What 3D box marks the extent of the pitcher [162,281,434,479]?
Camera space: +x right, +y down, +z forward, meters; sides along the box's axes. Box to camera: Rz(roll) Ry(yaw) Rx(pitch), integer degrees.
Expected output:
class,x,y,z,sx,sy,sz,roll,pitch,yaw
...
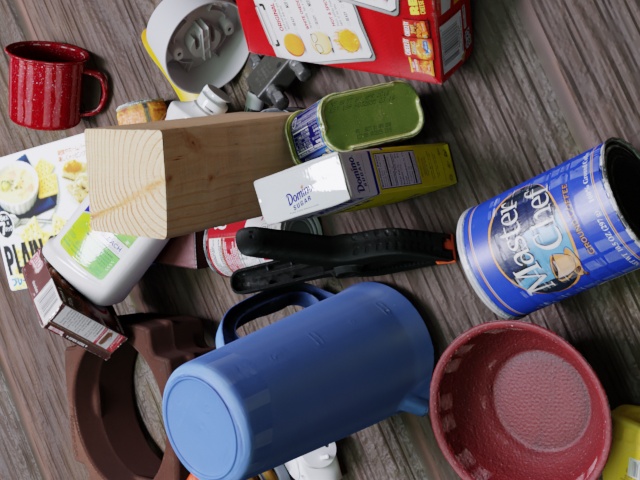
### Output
class,x,y,z,sx,sy,sz,roll,pitch,yaw
pitcher,-0.026,0.122,0.960,0.149,0.242,0.145,-7,97,44

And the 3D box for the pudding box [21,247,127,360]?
class,x,y,z,sx,sy,sz,roll,pitch,yaw
pudding box,-0.259,0.065,1.120,0.039,0.090,0.114,-47,39,10

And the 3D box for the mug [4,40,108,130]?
class,x,y,z,sx,sy,sz,roll,pitch,yaw
mug,-0.297,-0.172,1.204,0.117,0.093,0.081,8,113,-3

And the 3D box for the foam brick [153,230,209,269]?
class,x,y,z,sx,sy,sz,roll,pitch,yaw
foam brick,-0.145,-0.001,1.140,0.078,0.052,0.051,7,103,36

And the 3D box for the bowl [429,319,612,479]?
class,x,y,z,sx,sy,sz,roll,pitch,yaw
bowl,0.174,0.141,0.895,0.162,0.055,0.162,6,101,34

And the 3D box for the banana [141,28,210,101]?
class,x,y,z,sx,sy,sz,roll,pitch,yaw
banana,-0.135,-0.139,1.113,0.070,0.037,0.198,-21,87,34

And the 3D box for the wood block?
class,x,y,z,sx,sy,sz,roll,pitch,yaw
wood block,-0.101,-0.064,0.954,0.091,0.205,0.090,6,103,35

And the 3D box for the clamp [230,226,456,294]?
class,x,y,z,sx,sy,sz,roll,pitch,yaw
clamp,0.017,0.012,0.948,0.210,0.164,0.036,-6,76,-1

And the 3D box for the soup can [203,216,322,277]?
class,x,y,z,sx,sy,sz,roll,pitch,yaw
soup can,-0.057,0.001,1.067,0.102,0.068,0.068,-4,97,36

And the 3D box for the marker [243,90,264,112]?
class,x,y,z,sx,sy,sz,roll,pitch,yaw
marker,-0.078,-0.094,1.093,0.020,0.020,0.121,28,115,29

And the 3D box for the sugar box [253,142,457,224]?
class,x,y,z,sx,sy,sz,roll,pitch,yaw
sugar box,0.034,-0.050,0.920,0.094,0.175,0.048,-17,89,37

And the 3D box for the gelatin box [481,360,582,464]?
class,x,y,z,sx,sy,sz,roll,pitch,yaw
gelatin box,0.182,0.158,0.947,0.073,0.030,0.089,48,121,19

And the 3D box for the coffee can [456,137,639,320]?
class,x,y,z,sx,sy,sz,roll,pitch,yaw
coffee can,0.195,-0.007,0.857,0.141,0.102,0.103,-28,82,37

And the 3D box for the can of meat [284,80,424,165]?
class,x,y,z,sx,sy,sz,roll,pitch,yaw
can of meat,0.031,-0.102,0.942,0.084,0.102,0.057,164,91,-70

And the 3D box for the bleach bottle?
class,x,y,z,sx,sy,sz,roll,pitch,yaw
bleach bottle,-0.177,-0.056,1.086,0.102,0.068,0.251,42,109,14

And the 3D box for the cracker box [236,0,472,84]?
class,x,y,z,sx,sy,sz,roll,pitch,yaw
cracker box,0.021,-0.236,0.925,0.214,0.072,0.164,16,135,33
